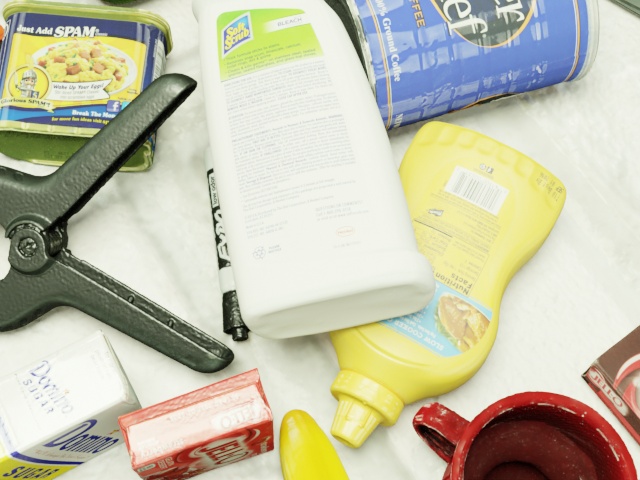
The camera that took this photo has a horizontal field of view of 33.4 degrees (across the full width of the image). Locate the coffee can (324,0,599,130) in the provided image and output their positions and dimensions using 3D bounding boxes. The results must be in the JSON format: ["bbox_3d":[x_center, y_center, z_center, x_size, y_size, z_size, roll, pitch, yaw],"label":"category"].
[{"bbox_3d":[0.080,-0.129,0.641,0.140,0.103,0.103,-16,71,-8],"label":"coffee can"}]

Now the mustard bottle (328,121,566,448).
[{"bbox_3d":[0.058,0.030,0.604,0.096,0.058,0.191,28,70,8],"label":"mustard bottle"}]

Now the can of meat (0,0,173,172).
[{"bbox_3d":[-0.144,-0.091,0.641,0.102,0.057,0.084,4,71,-1],"label":"can of meat"}]

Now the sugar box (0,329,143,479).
[{"bbox_3d":[-0.177,0.112,0.544,0.176,0.093,0.048,-24,73,-11],"label":"sugar box"}]

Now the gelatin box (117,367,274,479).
[{"bbox_3d":[-0.062,0.101,0.555,0.073,0.089,0.030,-18,71,-9],"label":"gelatin box"}]

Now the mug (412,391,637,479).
[{"bbox_3d":[0.097,0.126,0.557,0.117,0.081,0.093,33,71,9],"label":"mug"}]

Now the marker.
[{"bbox_3d":[-0.054,0.001,0.631,0.020,0.020,0.121,-6,70,-5],"label":"marker"}]

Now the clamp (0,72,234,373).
[{"bbox_3d":[-0.150,0.010,0.596,0.210,0.036,0.164,-13,93,9],"label":"clamp"}]

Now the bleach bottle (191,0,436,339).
[{"bbox_3d":[-0.012,-0.078,0.580,0.102,0.068,0.251,-12,69,4],"label":"bleach bottle"}]

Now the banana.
[{"bbox_3d":[0.017,0.175,0.543,0.037,0.069,0.198,-21,72,-7],"label":"banana"}]
